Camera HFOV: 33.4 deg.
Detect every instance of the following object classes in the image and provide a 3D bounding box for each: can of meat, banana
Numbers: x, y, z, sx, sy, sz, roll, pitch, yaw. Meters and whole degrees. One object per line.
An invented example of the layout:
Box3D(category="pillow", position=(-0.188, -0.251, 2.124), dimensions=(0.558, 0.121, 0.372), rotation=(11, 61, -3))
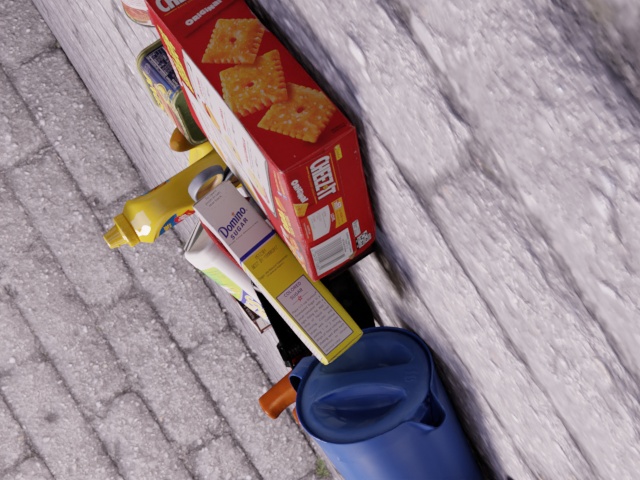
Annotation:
Box3D(category="can of meat", position=(-0.158, -0.170, 1.226), dimensions=(0.084, 0.057, 0.102), rotation=(48, 168, 31))
Box3D(category="banana", position=(-0.157, -0.120, 1.346), dimensions=(0.037, 0.069, 0.198), rotation=(16, 170, 3))

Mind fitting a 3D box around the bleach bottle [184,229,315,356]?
Box3D(category="bleach bottle", position=(-0.051, 0.075, 1.336), dimensions=(0.250, 0.068, 0.103), rotation=(42, 162, -16))

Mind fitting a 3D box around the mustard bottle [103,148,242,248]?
Box3D(category="mustard bottle", position=(-0.169, -0.049, 1.257), dimensions=(0.058, 0.191, 0.096), rotation=(58, 171, -2))

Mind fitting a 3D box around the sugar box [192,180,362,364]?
Box3D(category="sugar box", position=(-0.036, 0.029, 0.931), dimensions=(0.176, 0.048, 0.093), rotation=(51, 175, 6))

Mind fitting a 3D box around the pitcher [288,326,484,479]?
Box3D(category="pitcher", position=(0.075, 0.204, 1.030), dimensions=(0.149, 0.145, 0.242), rotation=(-102, -14, -52))

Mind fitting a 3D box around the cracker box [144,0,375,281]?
Box3D(category="cracker box", position=(-0.044, -0.095, 0.848), dimensions=(0.214, 0.072, 0.164), rotation=(53, 169, 30))

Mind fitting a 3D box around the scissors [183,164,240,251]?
Box3D(category="scissors", position=(-0.137, -0.036, 1.209), dimensions=(0.016, 0.096, 0.202), rotation=(53, 128, 14))

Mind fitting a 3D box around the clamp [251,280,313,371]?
Box3D(category="clamp", position=(-0.026, 0.134, 1.233), dimensions=(0.210, 0.036, 0.164), rotation=(77, 167, -70))
